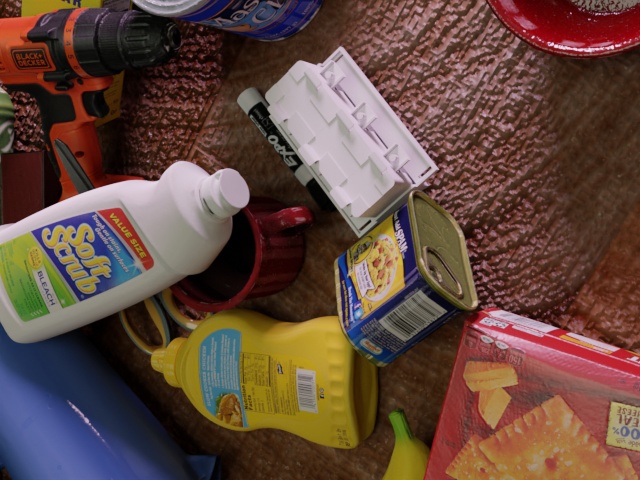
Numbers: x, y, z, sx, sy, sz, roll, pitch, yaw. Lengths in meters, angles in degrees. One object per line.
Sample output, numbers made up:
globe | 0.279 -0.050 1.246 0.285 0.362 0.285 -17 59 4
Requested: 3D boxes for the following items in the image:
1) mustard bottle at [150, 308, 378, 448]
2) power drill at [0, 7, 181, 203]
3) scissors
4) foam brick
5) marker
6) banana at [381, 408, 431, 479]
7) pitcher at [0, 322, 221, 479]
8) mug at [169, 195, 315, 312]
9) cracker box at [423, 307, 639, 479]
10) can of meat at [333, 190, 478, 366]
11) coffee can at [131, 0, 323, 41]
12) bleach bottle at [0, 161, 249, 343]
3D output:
mustard bottle | -0.051 0.103 0.835 0.192 0.058 0.096 3 105 28
power drill | -0.171 -0.094 0.847 0.185 0.057 0.187 4 124 28
scissors | -0.143 0.007 0.860 0.096 0.016 0.202 -4 117 17
foam brick | -0.243 -0.039 0.936 0.051 0.052 0.078 0 93 28
marker | -0.024 -0.071 0.837 0.020 0.020 0.121 -44 72 22
banana | 0.028 0.206 0.806 0.070 0.037 0.198 46 118 13
pitcher | -0.212 0.168 0.883 0.243 0.148 0.145 47 129 22
mug | -0.055 0.001 0.821 0.117 0.081 0.093 -28 79 26
cracker box | 0.155 0.171 0.721 0.164 0.072 0.214 18 101 27
can of meat | 0.057 0.028 0.756 0.084 0.057 0.102 -39 31 26
coffee can | -0.070 -0.207 0.787 0.103 0.140 0.103 1 92 28
bleach bottle | -0.153 -0.002 0.793 0.251 0.067 0.102 -24 85 37
